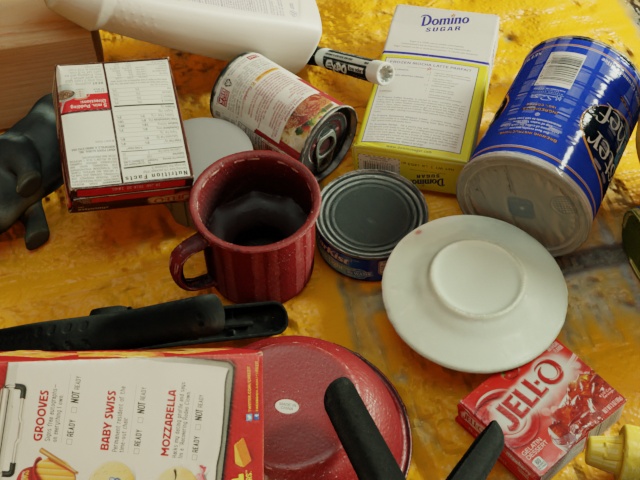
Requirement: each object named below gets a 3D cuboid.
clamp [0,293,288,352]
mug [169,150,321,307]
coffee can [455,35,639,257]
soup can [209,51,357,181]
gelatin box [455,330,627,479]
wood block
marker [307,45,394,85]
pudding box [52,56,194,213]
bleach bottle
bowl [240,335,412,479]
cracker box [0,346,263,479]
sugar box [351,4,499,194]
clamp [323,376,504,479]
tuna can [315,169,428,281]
[{"bbox_3d":[-0.134,0.061,0.702,0.210,0.164,0.036,-8,82,5],"label":"clamp"},{"bbox_3d":[-0.055,0.001,0.770,0.117,0.081,0.093,-30,58,-20],"label":"mug"},{"bbox_3d":[0.176,-0.072,0.807,0.103,0.103,0.140,21,56,16],"label":"coffee can"},{"bbox_3d":[-0.031,-0.100,0.856,0.102,0.068,0.068,34,60,25],"label":"soup can"},{"bbox_3d":[0.146,0.113,0.713,0.089,0.030,0.073,-34,59,-22],"label":"gelatin box"},{"bbox_3d":[-0.287,-0.151,0.886,0.206,0.091,0.090,-10,53,-6],"label":"wood block"},{"bbox_3d":[0.019,-0.148,0.892,0.020,0.020,0.121,-32,32,-21],"label":"marker"},{"bbox_3d":[-0.146,-0.078,0.781,0.090,0.039,0.113,-6,65,-16],"label":"pudding box"},{"bbox_3d":[-0.125,-0.201,0.867,0.250,0.068,0.102,6,48,-32],"label":"bleach bottle"},{"bbox_3d":[-0.019,0.119,0.697,0.162,0.055,0.162,-1,53,1],"label":"bowl"},{"bbox_3d":[-0.140,0.143,0.588,0.213,0.072,0.164,1,87,-25],"label":"cracker box"},{"bbox_3d":[0.090,-0.120,0.882,0.093,0.048,0.176,9,50,12],"label":"sugar box"},{"bbox_3d":[0.047,0.155,0.619,0.120,0.039,0.171,19,42,-3],"label":"clamp"},{"bbox_3d":[0.038,-0.011,0.807,0.086,0.034,0.086,-1,53,1],"label":"tuna can"}]
